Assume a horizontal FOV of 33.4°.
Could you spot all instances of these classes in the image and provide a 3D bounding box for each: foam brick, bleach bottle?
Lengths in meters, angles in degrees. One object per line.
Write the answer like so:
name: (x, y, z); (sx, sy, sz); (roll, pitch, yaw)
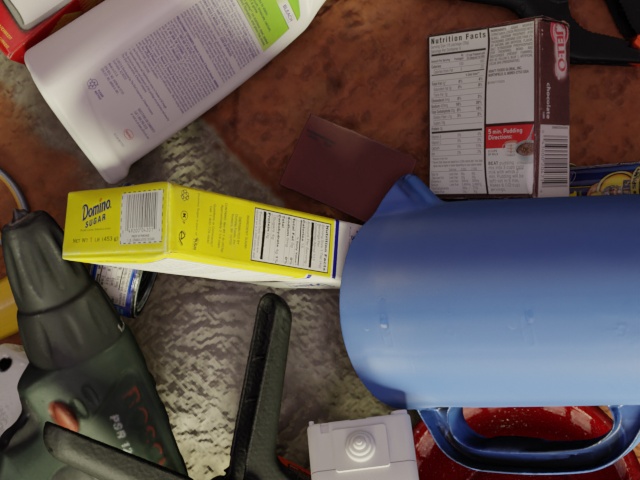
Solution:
foam brick: (0.018, -0.045, 0.706); (0.078, 0.051, 0.053); (25, 93, 0)
bleach bottle: (-0.059, -0.145, 0.691); (0.251, 0.068, 0.102); (-33, 136, -3)

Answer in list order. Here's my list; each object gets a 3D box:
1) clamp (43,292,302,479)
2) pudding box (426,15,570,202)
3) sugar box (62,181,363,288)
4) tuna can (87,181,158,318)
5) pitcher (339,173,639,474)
clamp: (-0.064, 0.155, 0.642); (0.164, 0.036, 0.210); (-22, 104, -25)
pudding box: (0.112, -0.081, 0.683); (0.039, 0.090, 0.113); (-1, 92, -42)
sugar box: (-0.054, 0.000, 0.642); (0.094, 0.175, 0.048); (-1, 84, 41)
tuna can: (-0.124, 0.007, 0.696); (0.033, 0.086, 0.086); (17, 93, -1)
pitcher: (0.142, 0.045, 0.609); (0.149, 0.243, 0.145); (44, 56, -37)
